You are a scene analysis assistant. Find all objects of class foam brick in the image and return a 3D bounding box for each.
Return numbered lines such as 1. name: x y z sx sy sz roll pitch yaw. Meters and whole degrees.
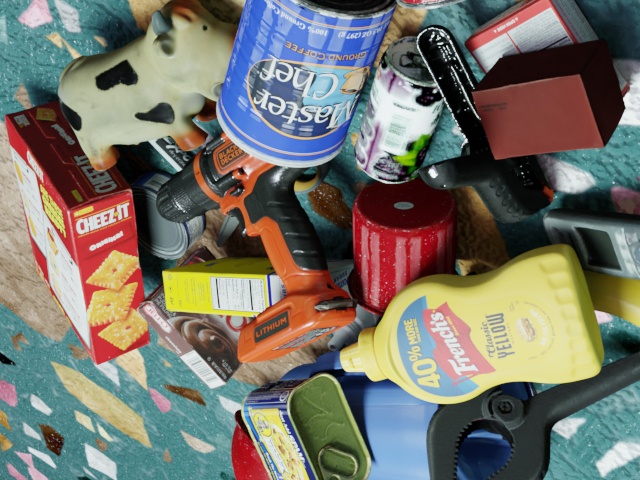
1. foam brick: 0.146 -0.089 0.680 0.078 0.051 0.053 -3 122 39

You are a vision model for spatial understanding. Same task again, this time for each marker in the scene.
1. marker: -0.137 -0.081 0.993 0.121 0.020 0.020 45 141 -4

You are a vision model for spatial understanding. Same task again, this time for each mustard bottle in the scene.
1. mustard bottle: 0.104 0.070 0.792 0.192 0.058 0.096 -15 99 22

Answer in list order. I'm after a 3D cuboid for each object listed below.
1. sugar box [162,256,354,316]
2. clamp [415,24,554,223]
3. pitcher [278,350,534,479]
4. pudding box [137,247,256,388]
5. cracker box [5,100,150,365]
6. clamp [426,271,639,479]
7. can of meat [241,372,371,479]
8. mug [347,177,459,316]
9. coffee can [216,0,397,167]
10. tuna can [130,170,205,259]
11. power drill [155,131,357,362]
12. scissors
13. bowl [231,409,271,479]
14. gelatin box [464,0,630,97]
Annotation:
1. sugar box: -0.050 0.041 0.973 0.177 0.093 0.048 -3 97 39
2. clamp: 0.112 -0.054 0.729 0.039 0.120 0.171 -13 141 37
3. pitcher: 0.058 0.157 0.966 0.243 0.144 0.149 -9 94 47
4. pudding box: -0.113 0.077 1.063 0.113 0.089 0.039 50 142 -11
5. cracker box: -0.238 -0.008 1.062 0.164 0.072 0.214 48 149 37
6. clamp: 0.153 0.134 0.820 0.165 0.209 0.036 18 153 18
7. can of meat: -0.014 0.168 0.918 0.084 0.057 0.102 -15 100 54
8. mug: 0.062 -0.003 0.858 0.117 0.093 0.081 -128 28 -49
9. coffee can: -0.011 -0.137 0.766 0.103 0.102 0.140 33 136 11
10. tuna can: -0.156 -0.025 1.048 0.086 0.033 0.086 22 137 22
11. power drill: -0.056 0.001 0.878 0.185 0.057 0.188 -29 74 39
12. scissors: -0.046 -0.040 0.959 0.096 0.016 0.202 30 139 14
13. bowl: -0.037 0.245 1.106 0.162 0.055 0.162 35 -176 -3
14. gelatin box: 0.152 -0.118 0.715 0.073 0.030 0.089 -24 109 47
